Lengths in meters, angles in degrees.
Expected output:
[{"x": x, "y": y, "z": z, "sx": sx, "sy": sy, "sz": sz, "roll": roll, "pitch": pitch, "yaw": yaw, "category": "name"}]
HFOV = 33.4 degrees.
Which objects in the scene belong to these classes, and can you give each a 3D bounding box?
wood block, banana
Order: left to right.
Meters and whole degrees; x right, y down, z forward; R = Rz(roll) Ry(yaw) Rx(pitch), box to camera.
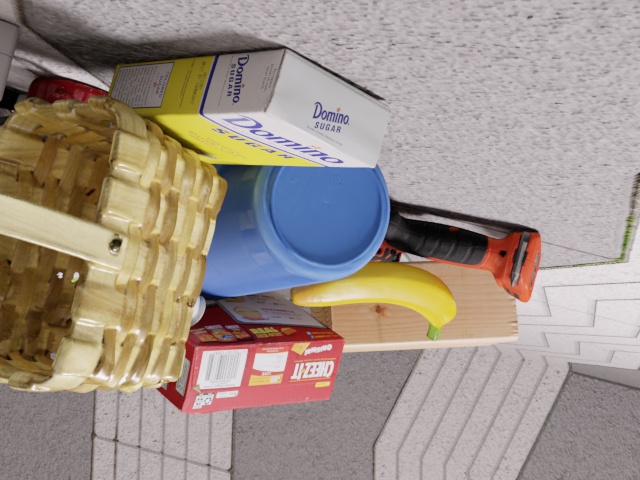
[{"x": 0.063, "y": 0.051, "z": 0.963, "sx": 0.197, "sy": 0.070, "sz": 0.037, "roll": 19, "pitch": -161, "yaw": -39, "category": "banana"}, {"x": 0.099, "y": 0.071, "z": 1.156, "sx": 0.206, "sy": 0.091, "sz": 0.090, "roll": -1, "pitch": 171, "yaw": -14, "category": "wood block"}]

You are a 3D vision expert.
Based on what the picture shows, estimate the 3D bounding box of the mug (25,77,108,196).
[{"x": -0.200, "y": -0.080, "z": 0.834, "sx": 0.093, "sy": 0.081, "sz": 0.117, "roll": 14, "pitch": 174, "yaw": 6, "category": "mug"}]

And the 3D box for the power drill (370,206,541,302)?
[{"x": 0.112, "y": 0.009, "z": 1.014, "sx": 0.188, "sy": 0.057, "sz": 0.184, "roll": 13, "pitch": 173, "yaw": 13, "category": "power drill"}]

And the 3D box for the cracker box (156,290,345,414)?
[{"x": -0.108, "y": 0.079, "z": 0.988, "sx": 0.163, "sy": 0.072, "sz": 0.214, "roll": 1, "pitch": -160, "yaw": -40, "category": "cracker box"}]

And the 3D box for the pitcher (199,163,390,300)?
[{"x": -0.056, "y": -0.024, "z": 0.844, "sx": 0.149, "sy": 0.145, "sz": 0.243, "roll": -12, "pitch": -178, "yaw": -26, "category": "pitcher"}]

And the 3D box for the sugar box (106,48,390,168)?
[{"x": -0.051, "y": -0.079, "z": 0.673, "sx": 0.093, "sy": 0.048, "sz": 0.177, "roll": 23, "pitch": 171, "yaw": -40, "category": "sugar box"}]
